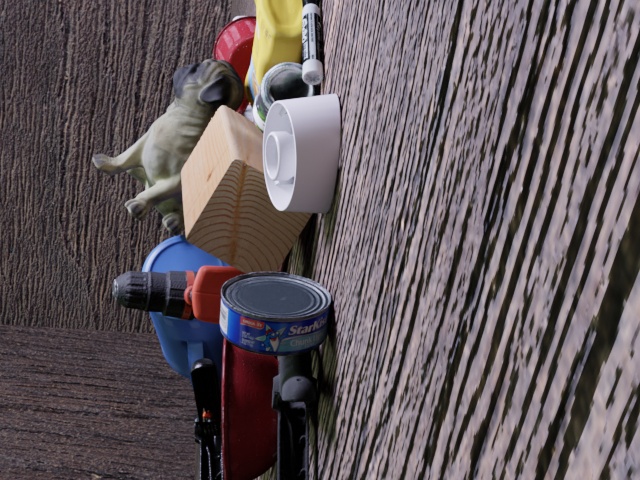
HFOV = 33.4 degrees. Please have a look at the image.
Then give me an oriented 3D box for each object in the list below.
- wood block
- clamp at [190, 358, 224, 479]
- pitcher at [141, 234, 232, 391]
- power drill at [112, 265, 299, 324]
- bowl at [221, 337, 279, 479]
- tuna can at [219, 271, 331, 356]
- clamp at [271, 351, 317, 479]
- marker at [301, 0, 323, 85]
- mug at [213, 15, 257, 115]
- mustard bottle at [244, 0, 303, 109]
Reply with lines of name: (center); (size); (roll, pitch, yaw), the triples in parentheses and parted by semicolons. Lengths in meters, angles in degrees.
wood block: (-0.076, -0.051, 1.037); (0.091, 0.090, 0.206); (-57, 18, 13)
clamp: (-0.113, 0.205, 1.109); (0.210, 0.036, 0.164); (115, 153, -83)
pitcher: (-0.151, 0.095, 1.329); (0.145, 0.149, 0.243); (-44, -17, -15)
power drill: (-0.109, 0.055, 1.076); (0.188, 0.184, 0.057); (175, 100, -73)
bowl: (-0.065, 0.166, 1.048); (0.162, 0.055, 0.162); (178, 92, -89)
tuna can: (-0.035, 0.056, 0.827); (0.086, 0.086, 0.034); (-105, 19, -67)
clamp: (-0.020, 0.118, 0.852); (0.171, 0.039, 0.120); (-96, 15, -53)
marker: (-0.008, -0.195, 1.003); (0.020, 0.020, 0.121); (104, 167, -52)
mug: (-0.081, -0.201, 1.258); (0.117, 0.093, 0.081); (-64, 19, 15)
mustard bottle: (-0.049, -0.193, 1.151); (0.192, 0.058, 0.096); (108, 159, -58)
